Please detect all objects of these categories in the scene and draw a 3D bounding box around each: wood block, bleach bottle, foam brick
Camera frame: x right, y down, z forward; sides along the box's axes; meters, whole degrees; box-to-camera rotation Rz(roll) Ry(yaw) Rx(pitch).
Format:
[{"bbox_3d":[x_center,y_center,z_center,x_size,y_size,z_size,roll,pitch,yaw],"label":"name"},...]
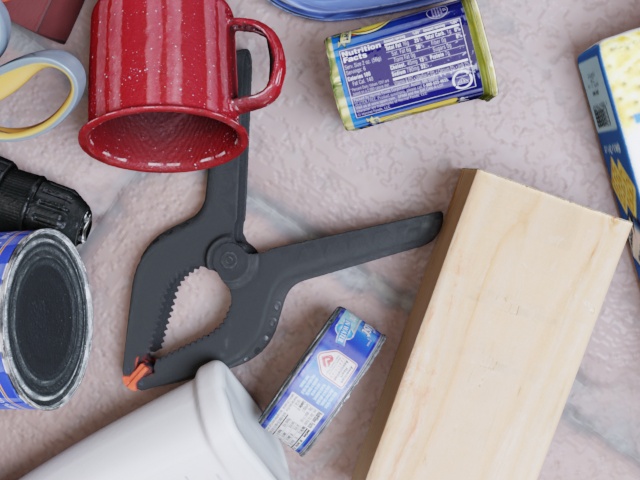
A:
[{"bbox_3d":[0.092,0.070,0.611,0.090,0.091,0.206,20,95,2],"label":"wood block"},{"bbox_3d":[-0.147,0.167,0.637,0.251,0.068,0.102,-25,128,7],"label":"bleach bottle"},{"bbox_3d":[-0.182,-0.159,0.634,0.078,0.053,0.051,28,95,1],"label":"foam brick"}]

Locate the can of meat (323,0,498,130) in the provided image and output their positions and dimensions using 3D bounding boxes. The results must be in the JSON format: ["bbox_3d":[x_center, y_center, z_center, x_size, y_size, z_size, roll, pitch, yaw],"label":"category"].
[{"bbox_3d":[0.050,-0.096,0.598,0.084,0.102,0.057,-15,94,7],"label":"can of meat"}]

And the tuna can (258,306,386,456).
[{"bbox_3d":[0.000,0.081,0.621,0.034,0.086,0.086,35,96,2],"label":"tuna can"}]

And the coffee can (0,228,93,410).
[{"bbox_3d":[-0.217,0.047,0.614,0.140,0.102,0.103,-3,94,15],"label":"coffee can"}]

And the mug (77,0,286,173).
[{"bbox_3d":[-0.076,-0.093,0.593,0.117,0.093,0.081,-8,72,15],"label":"mug"}]

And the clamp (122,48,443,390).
[{"bbox_3d":[-0.054,0.001,0.644,0.210,0.036,0.164,-43,81,8],"label":"clamp"}]

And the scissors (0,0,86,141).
[{"bbox_3d":[-0.222,-0.070,0.576,0.202,0.016,0.096,-19,118,17],"label":"scissors"}]
